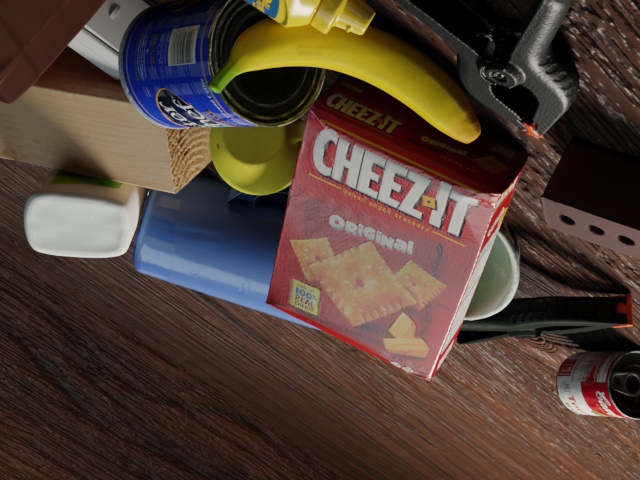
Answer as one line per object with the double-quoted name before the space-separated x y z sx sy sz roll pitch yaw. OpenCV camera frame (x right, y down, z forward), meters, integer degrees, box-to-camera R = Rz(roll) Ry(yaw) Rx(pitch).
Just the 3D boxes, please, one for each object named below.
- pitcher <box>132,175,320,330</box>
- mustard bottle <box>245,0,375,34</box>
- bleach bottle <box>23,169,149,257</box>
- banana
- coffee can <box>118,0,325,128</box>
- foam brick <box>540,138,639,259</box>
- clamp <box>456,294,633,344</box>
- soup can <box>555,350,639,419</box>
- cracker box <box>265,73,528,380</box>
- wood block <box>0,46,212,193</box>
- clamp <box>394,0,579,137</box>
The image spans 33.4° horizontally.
"pitcher" -0.057 0.001 1.070 0.242 0.149 0.145 15 178 -6
"mustard bottle" -0.050 -0.189 0.689 0.191 0.058 0.096 30 169 -3
"bleach bottle" -0.223 -0.070 1.087 0.102 0.068 0.251 5 -152 -3
"banana" 0.023 -0.119 0.748 0.197 0.070 0.037 10 -171 -10
"coffee can" -0.077 -0.137 0.815 0.102 0.102 0.141 40 161 -32
"foam brick" 0.204 -0.028 0.752 0.078 0.051 0.053 22 163 25
"clamp" 0.180 0.071 0.991 0.210 0.036 0.164 -9 166 36
"soup can" 0.297 0.148 1.100 0.068 0.068 0.102 33 165 -13
"cracker box" 0.054 -0.004 0.874 0.164 0.072 0.214 25 132 13
"wood block" -0.206 -0.120 1.001 0.206 0.090 0.091 12 127 23
"clamp" 0.105 -0.121 0.662 0.120 0.039 0.171 23 163 26
